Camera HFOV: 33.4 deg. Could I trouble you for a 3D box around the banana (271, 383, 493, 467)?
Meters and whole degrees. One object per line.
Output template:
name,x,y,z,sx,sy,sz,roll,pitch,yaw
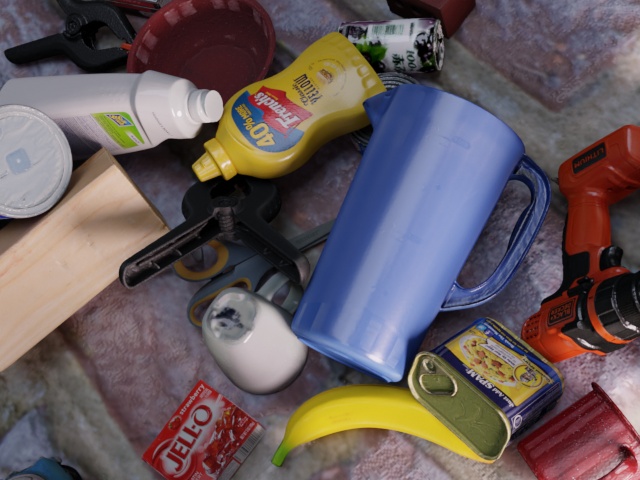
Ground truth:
banana,0.054,0.158,0.921,0.198,0.037,0.069,-4,83,15

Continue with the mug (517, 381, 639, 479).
mug,0.210,0.173,0.829,0.081,0.117,0.093,-35,95,3

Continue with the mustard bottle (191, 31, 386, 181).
mustard bottle,-0.037,-0.114,1.012,0.191,0.058,0.096,-33,67,-6

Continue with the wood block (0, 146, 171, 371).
wood block,-0.254,0.016,1.020,0.206,0.090,0.091,-39,22,-3

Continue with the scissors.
scissors,-0.057,0.001,1.016,0.201,0.016,0.096,-41,92,-5

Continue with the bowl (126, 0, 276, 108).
bowl,-0.117,-0.182,1.115,0.162,0.055,0.162,-6,64,12

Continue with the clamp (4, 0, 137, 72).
clamp,-0.275,-0.226,1.185,0.172,0.039,0.120,31,105,20

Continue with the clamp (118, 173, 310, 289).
clamp,-0.096,-0.017,0.982,0.164,0.036,0.210,-4,31,-1

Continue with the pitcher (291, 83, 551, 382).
pitcher,0.081,0.000,0.933,0.149,0.144,0.243,16,77,49

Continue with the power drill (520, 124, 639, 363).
power drill,0.241,0.001,0.878,0.057,0.185,0.187,26,61,-18

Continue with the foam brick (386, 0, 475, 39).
foam brick,0.111,-0.252,1.088,0.078,0.053,0.051,32,77,27

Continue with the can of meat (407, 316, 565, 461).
can of meat,0.138,0.119,0.885,0.083,0.057,0.102,-28,56,-37

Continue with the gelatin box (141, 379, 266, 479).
gelatin box,-0.105,0.182,0.954,0.073,0.030,0.089,32,77,26

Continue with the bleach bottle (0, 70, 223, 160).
bleach bottle,-0.201,-0.122,1.052,0.251,0.102,0.068,1,62,31

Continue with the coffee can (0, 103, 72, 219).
coffee can,-0.311,-0.069,1.011,0.141,0.102,0.102,-4,58,54

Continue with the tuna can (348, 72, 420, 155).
tuna can,0.066,-0.120,1.048,0.086,0.033,0.086,-6,64,13
